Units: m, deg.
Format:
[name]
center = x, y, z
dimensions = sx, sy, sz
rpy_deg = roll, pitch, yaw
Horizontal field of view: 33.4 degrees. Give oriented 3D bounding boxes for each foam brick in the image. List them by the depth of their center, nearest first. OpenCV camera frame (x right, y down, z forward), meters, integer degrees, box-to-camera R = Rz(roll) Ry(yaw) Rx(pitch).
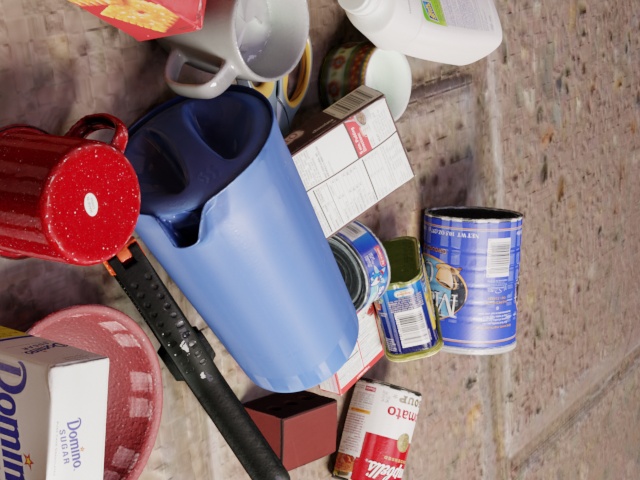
[foam brick]
center = -0.028, 0.168, 0.951
dimensions = 0.078, 0.053, 0.051
rpy_deg = -10, 105, -51

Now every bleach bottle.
[bleach bottle]
center = 0.082, -0.213, 0.951
dimensions = 0.250, 0.068, 0.102
rpy_deg = -9, 75, -60

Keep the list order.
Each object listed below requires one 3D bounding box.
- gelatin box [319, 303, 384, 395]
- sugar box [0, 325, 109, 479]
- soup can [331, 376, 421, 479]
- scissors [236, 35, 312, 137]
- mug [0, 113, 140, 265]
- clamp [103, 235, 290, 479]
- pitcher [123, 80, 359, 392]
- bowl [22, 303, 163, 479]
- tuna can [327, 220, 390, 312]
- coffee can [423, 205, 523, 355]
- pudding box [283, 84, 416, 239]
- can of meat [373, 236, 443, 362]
[gelatin box]
center = 0.021, 0.090, 1.017
dimensions = 0.073, 0.030, 0.089
rpy_deg = -39, 126, -39
[sugar box]
center = -0.199, 0.096, 0.618
dimensions = 0.048, 0.177, 0.093
rpy_deg = -5, 101, -51
[soup can]
center = 0.056, 0.192, 1.051
dimensions = 0.068, 0.069, 0.102
rpy_deg = 27, 75, -51
[scissors]
center = -0.047, -0.088, 0.905
dimensions = 0.096, 0.016, 0.202
rpy_deg = 13, 87, -50
[mug]
center = -0.168, -0.037, 0.707
dimensions = 0.117, 0.082, 0.093
rpy_deg = -59, 137, -26
[clamp]
center = -0.101, 0.088, 0.812
dimensions = 0.036, 0.165, 0.210
rpy_deg = -34, 104, -11
[pitcher]
center = -0.055, 0.001, 0.835
dimensions = 0.149, 0.145, 0.242
rpy_deg = -46, 135, -20
[bowl]
center = -0.185, 0.119, 0.739
dimensions = 0.161, 0.055, 0.162
rpy_deg = -14, 108, -50
[tuna can]
center = 0.019, 0.023, 0.954
dimensions = 0.033, 0.086, 0.086
rpy_deg = -31, 121, -43
[coffee can]
center = 0.157, 0.039, 1.119
dimensions = 0.102, 0.103, 0.140
rpy_deg = -10, 105, -51
[pudding box]
center = 0.018, -0.065, 0.911
dimensions = 0.113, 0.039, 0.090
rpy_deg = -34, 123, -15
[can of meat]
center = 0.081, 0.055, 1.037
dimensions = 0.102, 0.057, 0.084
rpy_deg = -86, 162, -64
